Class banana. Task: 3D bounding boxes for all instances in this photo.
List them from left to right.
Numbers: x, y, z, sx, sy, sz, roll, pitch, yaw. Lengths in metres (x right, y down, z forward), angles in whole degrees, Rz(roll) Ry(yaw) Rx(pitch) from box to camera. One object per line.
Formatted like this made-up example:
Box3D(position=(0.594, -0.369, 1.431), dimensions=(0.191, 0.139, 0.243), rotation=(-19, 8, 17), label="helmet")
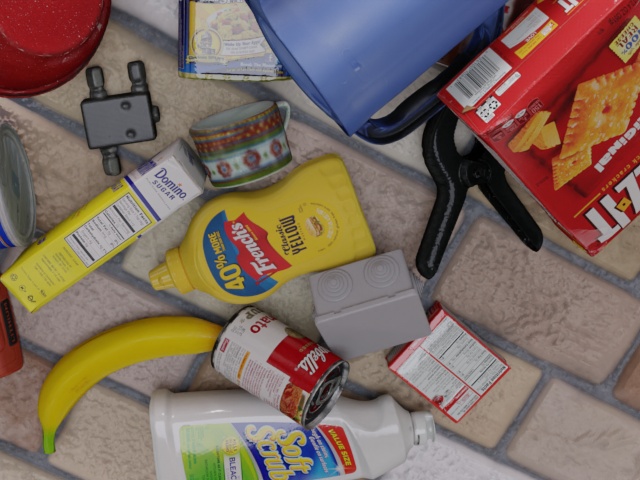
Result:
Box3D(position=(-0.179, 0.111, 0.950), dimensions=(0.198, 0.037, 0.069), rotation=(-32, 103, 5), label="banana")

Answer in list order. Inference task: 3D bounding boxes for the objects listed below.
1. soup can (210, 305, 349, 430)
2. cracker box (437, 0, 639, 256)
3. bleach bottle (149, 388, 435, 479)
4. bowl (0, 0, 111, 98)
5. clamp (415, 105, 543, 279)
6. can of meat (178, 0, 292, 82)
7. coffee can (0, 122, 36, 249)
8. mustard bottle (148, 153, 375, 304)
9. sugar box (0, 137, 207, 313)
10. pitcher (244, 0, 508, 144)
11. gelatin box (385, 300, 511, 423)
Box3D(position=(-0.035, 0.108, 0.920), dimensions=(0.102, 0.068, 0.068), rotation=(29, 104, 21), label="soup can")
Box3D(position=(0.217, -0.101, 0.843), dimensions=(0.164, 0.072, 0.213), rotation=(-44, 135, 9), label="cracker box")
Box3D(position=(-0.023, 0.173, 0.962), dimensions=(0.250, 0.068, 0.102), rotation=(-6, 106, -3), label="bleach bottle")
Box3D(position=(-0.213, -0.183, 0.785), dimensions=(0.161, 0.055, 0.162), rotation=(-12, 109, -38), label="bowl")
Box3D(position=(0.138, -0.055, 0.917), dimensions=(0.120, 0.039, 0.171), rotation=(-6, 103, -24), label="clamp")
Box3D(position=(-0.067, -0.174, 0.868), dimensions=(0.102, 0.057, 0.084), rotation=(2, 107, -3), label="can of meat")
Box3D(position=(-0.315, -0.035, 0.870), dimensions=(0.140, 0.103, 0.103), rotation=(-9, 105, 0), label="coffee can")
Box3D(position=(-0.056, 0.001, 0.915), dimensions=(0.191, 0.058, 0.096), rotation=(-21, 105, 3), label="mustard bottle")
Box3D(position=(-0.177, -0.015, 0.887), dimensions=(0.176, 0.093, 0.048), rotation=(-37, 104, 6), label="sugar box")
Box3D(position=(0.077, -0.191, 0.789), dimensions=(0.243, 0.149, 0.145), rotation=(-37, 80, 2), label="pitcher")
Box3D(position=(0.115, 0.111, 0.967), dimensions=(0.089, 0.030, 0.073), rotation=(40, 99, -11), label="gelatin box")
